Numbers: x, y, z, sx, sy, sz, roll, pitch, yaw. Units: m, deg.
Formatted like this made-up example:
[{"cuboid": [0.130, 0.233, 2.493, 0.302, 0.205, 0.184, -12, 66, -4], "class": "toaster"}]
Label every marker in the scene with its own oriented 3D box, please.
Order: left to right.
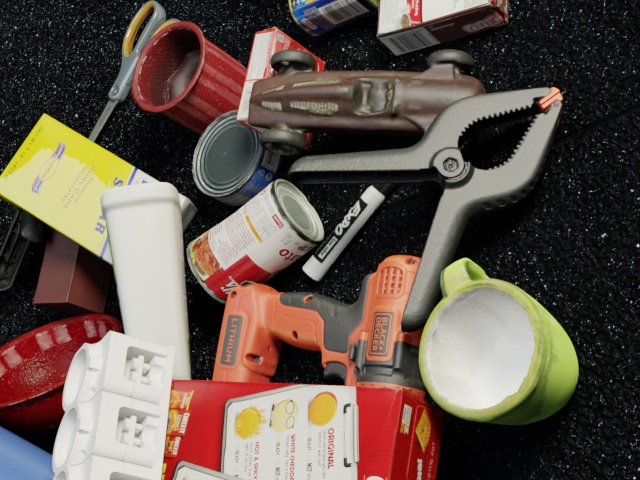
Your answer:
[{"cuboid": [0.029, -0.017, 0.898, 0.121, 0.020, 0.020, -51, 50, 10], "class": "marker"}]

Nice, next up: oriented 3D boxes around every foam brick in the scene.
[{"cuboid": [-0.245, 0.033, 1.071, 0.053, 0.051, 0.078, -2, 71, 37], "class": "foam brick"}]

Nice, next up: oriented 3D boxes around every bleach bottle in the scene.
[{"cuboid": [-0.140, 0.083, 0.921, 0.068, 0.102, 0.251, -8, 80, -5], "class": "bleach bottle"}]

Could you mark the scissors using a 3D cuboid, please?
[{"cuboid": [-0.201, -0.162, 1.140, 0.096, 0.016, 0.202, 12, 80, 40], "class": "scissors"}]

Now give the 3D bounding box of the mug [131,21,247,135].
[{"cuboid": [-0.130, -0.148, 1.035, 0.117, 0.081, 0.093, -15, 63, 33], "class": "mug"}]

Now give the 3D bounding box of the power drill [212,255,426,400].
[{"cuboid": [0.002, 0.103, 0.849, 0.188, 0.057, 0.184, -1, 72, 36], "class": "power drill"}]

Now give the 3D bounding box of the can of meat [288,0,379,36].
[{"cuboid": [0.018, -0.246, 0.976, 0.084, 0.057, 0.102, -14, 63, 36], "class": "can of meat"}]

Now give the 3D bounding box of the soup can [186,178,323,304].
[{"cuboid": [-0.056, 0.001, 0.926, 0.102, 0.068, 0.068, -35, 54, 21], "class": "soup can"}]

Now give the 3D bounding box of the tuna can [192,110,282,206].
[{"cuboid": [-0.077, -0.076, 0.996, 0.086, 0.033, 0.086, -15, 63, 33], "class": "tuna can"}]

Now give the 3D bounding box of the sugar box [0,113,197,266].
[{"cuboid": [-0.217, -0.039, 1.027, 0.176, 0.048, 0.093, 29, 82, 16], "class": "sugar box"}]

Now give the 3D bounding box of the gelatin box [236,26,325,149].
[{"cuboid": [-0.034, -0.135, 0.960, 0.030, 0.073, 0.089, -1, 71, 39], "class": "gelatin box"}]

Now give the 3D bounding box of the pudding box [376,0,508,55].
[{"cuboid": [0.104, -0.217, 0.910, 0.114, 0.039, 0.090, -9, 66, 33], "class": "pudding box"}]

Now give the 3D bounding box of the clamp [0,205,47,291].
[{"cuboid": [-0.312, -0.030, 1.142, 0.120, 0.039, 0.171, -42, 30, 34], "class": "clamp"}]

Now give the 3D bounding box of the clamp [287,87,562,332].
[{"cuboid": [0.089, -0.054, 0.809, 0.210, 0.036, 0.165, -41, 69, -6], "class": "clamp"}]

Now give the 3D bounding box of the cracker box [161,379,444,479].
[{"cuboid": [-0.028, 0.188, 0.756, 0.214, 0.072, 0.164, -4, 67, 36], "class": "cracker box"}]

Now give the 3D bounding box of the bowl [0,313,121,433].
[{"cuboid": [-0.254, 0.132, 1.004, 0.162, 0.055, 0.162, -17, 20, 6], "class": "bowl"}]
